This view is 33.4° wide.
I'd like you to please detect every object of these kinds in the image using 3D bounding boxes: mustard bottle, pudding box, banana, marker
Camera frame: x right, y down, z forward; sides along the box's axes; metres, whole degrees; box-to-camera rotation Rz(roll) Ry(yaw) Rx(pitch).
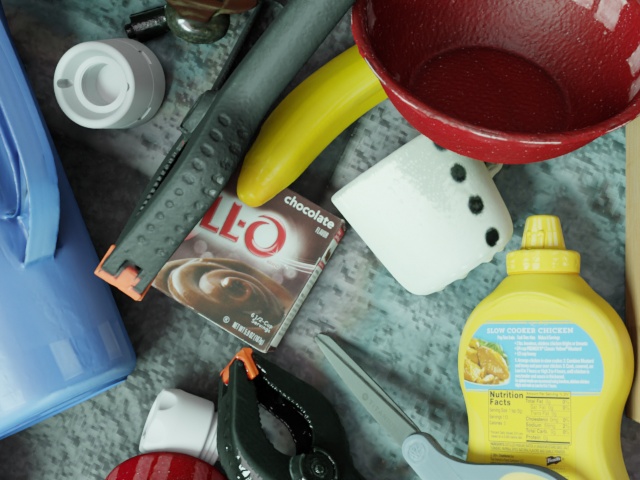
[{"bbox_3d":[0.124,0.081,0.594,0.096,0.058,0.191,-3,83,33],"label":"mustard bottle"},{"bbox_3d":[-0.054,0.001,0.632,0.113,0.039,0.090,30,87,7],"label":"pudding box"},{"bbox_3d":[0.030,-0.087,0.618,0.197,0.037,0.070,-29,41,-6],"label":"banana"},{"bbox_3d":[-0.063,-0.148,0.656,0.121,0.020,0.020,-19,83,3],"label":"marker"}]

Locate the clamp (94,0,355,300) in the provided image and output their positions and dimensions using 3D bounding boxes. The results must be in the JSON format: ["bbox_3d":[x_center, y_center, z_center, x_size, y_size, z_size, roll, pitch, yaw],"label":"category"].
[{"bbox_3d":[-0.047,-0.065,0.558,0.036,0.165,0.210,34,74,-14],"label":"clamp"}]

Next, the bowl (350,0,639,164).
[{"bbox_3d":[0.094,-0.092,0.558,0.162,0.055,0.162,2,52,-3],"label":"bowl"}]

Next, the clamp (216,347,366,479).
[{"bbox_3d":[-0.012,0.142,0.591,0.171,0.120,0.039,49,130,11],"label":"clamp"}]

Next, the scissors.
[{"bbox_3d":[0.073,0.111,0.580,0.096,0.016,0.202,-40,64,24],"label":"scissors"}]

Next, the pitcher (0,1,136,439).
[{"bbox_3d":[-0.194,-0.016,0.598,0.145,0.149,0.243,-25,86,2],"label":"pitcher"}]
